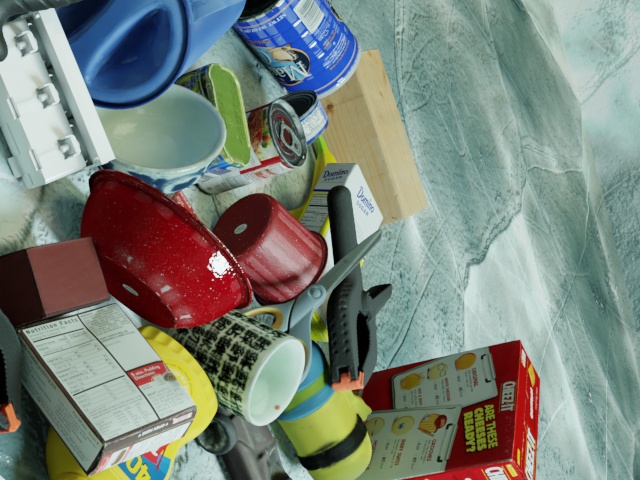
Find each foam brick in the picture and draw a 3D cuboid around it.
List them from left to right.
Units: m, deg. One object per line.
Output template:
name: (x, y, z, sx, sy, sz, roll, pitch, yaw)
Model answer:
foam brick: (-0.200, 0.031, 0.770, 0.078, 0.053, 0.051, -15, 89, -64)

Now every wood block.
wood block: (0.050, -0.121, 1.310, 0.090, 0.091, 0.206, -29, 102, -63)

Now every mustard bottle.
mustard bottle: (-0.150, 0.149, 0.793, 0.096, 0.058, 0.191, 53, 31, -12)

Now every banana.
banana: (-0.011, -0.045, 1.215, 0.069, 0.037, 0.197, 43, 34, -16)

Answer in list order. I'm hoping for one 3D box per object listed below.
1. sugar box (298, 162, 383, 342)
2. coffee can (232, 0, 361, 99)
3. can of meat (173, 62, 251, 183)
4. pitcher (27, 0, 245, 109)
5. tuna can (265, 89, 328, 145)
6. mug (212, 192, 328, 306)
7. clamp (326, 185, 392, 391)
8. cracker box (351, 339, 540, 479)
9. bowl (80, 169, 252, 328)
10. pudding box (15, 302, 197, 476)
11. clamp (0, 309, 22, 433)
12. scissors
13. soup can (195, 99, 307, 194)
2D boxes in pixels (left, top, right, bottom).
sugar box: (0.007, 0.010, 1.144, 0.093, 0.048, 0.176, 62, 41, -42)
coffee can: (-0.031, -0.240, 1.203, 0.140, 0.103, 0.103, 46, 37, -43)
can of meat: (-0.115, -0.104, 0.980, 0.057, 0.084, 0.102, 9, 68, -62)
pitcher: (-0.132, -0.207, 0.919, 0.149, 0.145, 0.242, 30, 25, -1)
tuna can: (-0.035, -0.125, 1.150, 0.033, 0.086, 0.086, 61, 29, -28)
mug: (-0.057, 0.001, 1.046, 0.081, 0.093, 0.117, 43, 8, -38)
clamp: (0.031, 0.057, 1.067, 0.210, 0.036, 0.164, -77, 150, -51)
cracker box: (0.117, 0.204, 1.115, 0.072, 0.214, 0.164, 57, 31, -31)
bowl: (-0.133, 0.019, 0.835, 0.055, 0.162, 0.162, -53, 128, -24)
pudding box: (-0.155, 0.102, 0.757, 0.089, 0.039, 0.114, -16, 53, -48)
clamp: (-0.237, 0.044, 0.704, 0.120, 0.039, 0.171, -49, 125, -50)
scissors: (0.000, 0.070, 0.991, 0.096, 0.201, 0.016, 54, -19, 23)
soup can: (-0.073, -0.089, 1.034, 0.068, 0.102, 0.068, 40, 42, -49)
